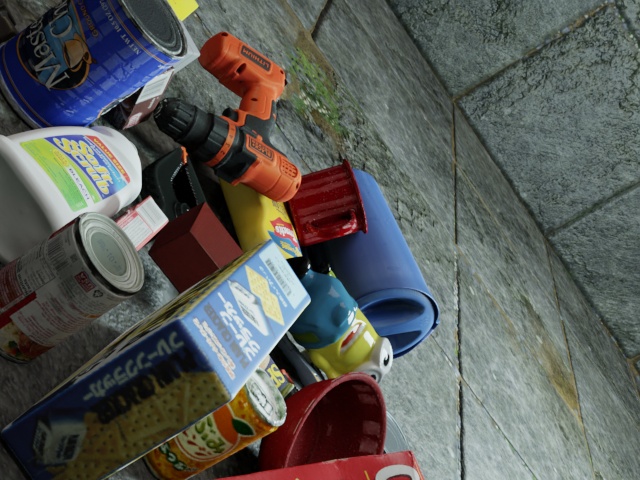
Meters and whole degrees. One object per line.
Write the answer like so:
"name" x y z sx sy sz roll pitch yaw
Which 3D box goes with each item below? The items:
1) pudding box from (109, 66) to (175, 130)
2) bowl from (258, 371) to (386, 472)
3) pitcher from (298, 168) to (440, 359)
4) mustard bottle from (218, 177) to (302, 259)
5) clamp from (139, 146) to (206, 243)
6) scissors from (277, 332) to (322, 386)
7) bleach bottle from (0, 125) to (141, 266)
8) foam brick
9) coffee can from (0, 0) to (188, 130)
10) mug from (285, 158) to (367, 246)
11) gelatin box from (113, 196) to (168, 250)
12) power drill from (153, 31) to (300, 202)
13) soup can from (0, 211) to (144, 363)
"pudding box" -0.191 -0.173 1.051 0.039 0.114 0.090 -26 82 -32
"bowl" -0.006 0.189 0.958 0.161 0.055 0.162 -24 121 -49
"pitcher" 0.042 0.021 1.333 0.149 0.145 0.243 63 6 -46
"mustard bottle" -0.057 0.001 1.192 0.096 0.058 0.192 40 26 -55
"clamp" -0.145 -0.017 1.028 0.164 0.036 0.210 39 30 -46
"scissors" -0.032 0.112 1.087 0.202 0.016 0.096 52 -2 -2
"bleach bottle" -0.210 -0.056 0.886 0.102 0.068 0.250 54 16 -7
"foam brick" -0.108 0.017 0.959 0.078 0.051 0.053 55 27 -20
"coffee can" -0.204 -0.167 0.948 0.102 0.140 0.103 49 21 -26
"mug" 0.006 -0.035 1.249 0.117 0.081 0.093 -113 -172 -56
"gelatin box" -0.172 0.004 0.868 0.030 0.073 0.089 55 20 -9
"power drill" -0.101 -0.146 1.182 0.184 0.057 0.187 32 39 -31
"soup can" -0.183 0.033 0.747 0.068 0.102 0.068 49 21 -26
